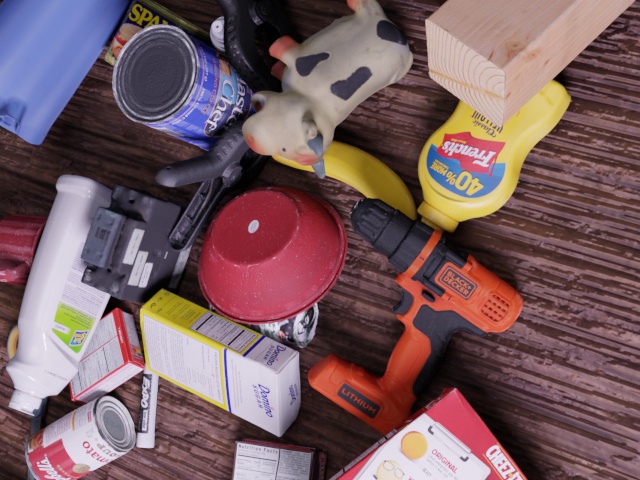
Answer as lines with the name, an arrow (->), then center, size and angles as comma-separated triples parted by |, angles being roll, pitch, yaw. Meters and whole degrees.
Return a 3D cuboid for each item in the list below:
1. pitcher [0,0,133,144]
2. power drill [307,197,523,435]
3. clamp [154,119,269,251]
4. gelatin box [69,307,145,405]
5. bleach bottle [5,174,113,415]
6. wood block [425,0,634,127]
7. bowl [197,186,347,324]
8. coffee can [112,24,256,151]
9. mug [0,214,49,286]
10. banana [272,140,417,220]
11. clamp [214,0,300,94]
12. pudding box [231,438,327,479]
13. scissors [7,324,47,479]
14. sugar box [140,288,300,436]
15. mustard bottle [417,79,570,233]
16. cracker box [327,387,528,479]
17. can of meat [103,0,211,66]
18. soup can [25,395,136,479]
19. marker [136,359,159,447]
pitcher -> -0.313, -0.245, 1.231 | 0.149, 0.145, 0.243 | 40, 96, 12
power drill -> 0.069, 0.075, 1.006 | 0.184, 0.057, 0.188 | 35, 102, 2
clamp -> -0.106, -0.076, 1.098 | 0.039, 0.120, 0.171 | 33, 69, 18
gelatin box -> -0.240, 0.129, 1.177 | 0.089, 0.030, 0.073 | -35, 52, 18
bleach bottle -> -0.279, 0.062, 1.149 | 0.068, 0.102, 0.251 | 8, 72, 41
wood block -> 0.199, -0.212, 0.953 | 0.206, 0.090, 0.091 | -43, 66, -13
bowl -> -0.057, 0.001, 1.072 | 0.162, 0.055, 0.162 | -10, 55, 14
coffee can -> -0.135, -0.156, 1.117 | 0.103, 0.140, 0.103 | -4, 81, 25
mug -> -0.328, 0.018, 1.202 | 0.082, 0.117, 0.093 | 6, 117, 31
banana -> 0.034, -0.058, 1.075 | 0.069, 0.037, 0.198 | -43, 62, -9
clamp -> -0.078, -0.238, 1.111 | 0.036, 0.164, 0.210 | -15, 84, 48
pudding box -> -0.045, 0.260, 1.072 | 0.090, 0.039, 0.113 | 3, 82, 26
scissors -> -0.340, 0.182, 1.235 | 0.096, 0.016, 0.202 | 17, 90, 28
sugar box -> -0.103, 0.123, 1.092 | 0.176, 0.048, 0.093 | 21, 133, 24
mustard bottle -> 0.148, -0.081, 1.018 | 0.096, 0.058, 0.192 | 34, 98, 23
cracker box -> 0.082, 0.258, 0.944 | 0.213, 0.072, 0.164 | -37, 85, -4
can of meat -> -0.184, -0.218, 1.197 | 0.102, 0.057, 0.084 | 34, 100, 26
soup can -> -0.260, 0.220, 1.163 | 0.102, 0.068, 0.068 | -30, 71, 18
marker -> -0.186, 0.164, 1.162 | 0.020, 0.020, 0.121 | 1, 83, 25
